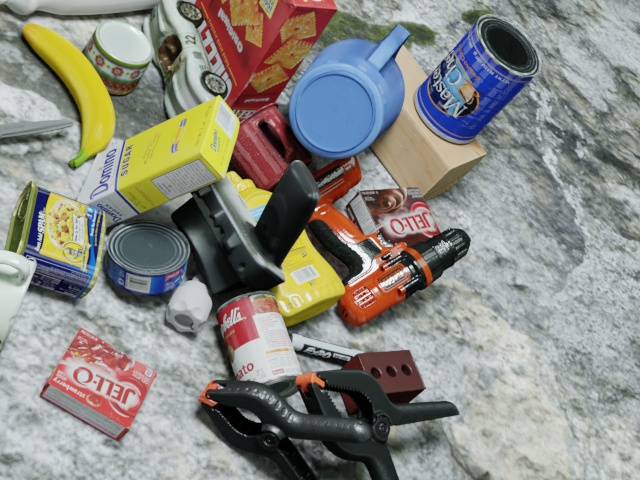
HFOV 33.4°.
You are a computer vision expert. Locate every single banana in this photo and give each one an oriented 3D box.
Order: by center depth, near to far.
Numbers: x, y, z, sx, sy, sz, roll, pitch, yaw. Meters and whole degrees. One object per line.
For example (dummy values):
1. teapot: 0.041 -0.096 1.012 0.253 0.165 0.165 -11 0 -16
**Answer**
1. banana: -0.276 -0.171 1.207 0.069 0.037 0.198 -5 60 -40

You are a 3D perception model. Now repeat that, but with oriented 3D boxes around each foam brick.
1. foam brick: 0.066 0.157 1.185 0.078 0.051 0.053 -1 57 -37

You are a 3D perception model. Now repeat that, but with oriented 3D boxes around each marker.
1. marker: -0.006 0.119 1.187 0.121 0.020 0.020 18 48 -25

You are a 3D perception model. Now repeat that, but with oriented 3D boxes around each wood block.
1. wood block: 0.116 -0.163 1.453 0.090 0.090 0.206 -23 73 -45

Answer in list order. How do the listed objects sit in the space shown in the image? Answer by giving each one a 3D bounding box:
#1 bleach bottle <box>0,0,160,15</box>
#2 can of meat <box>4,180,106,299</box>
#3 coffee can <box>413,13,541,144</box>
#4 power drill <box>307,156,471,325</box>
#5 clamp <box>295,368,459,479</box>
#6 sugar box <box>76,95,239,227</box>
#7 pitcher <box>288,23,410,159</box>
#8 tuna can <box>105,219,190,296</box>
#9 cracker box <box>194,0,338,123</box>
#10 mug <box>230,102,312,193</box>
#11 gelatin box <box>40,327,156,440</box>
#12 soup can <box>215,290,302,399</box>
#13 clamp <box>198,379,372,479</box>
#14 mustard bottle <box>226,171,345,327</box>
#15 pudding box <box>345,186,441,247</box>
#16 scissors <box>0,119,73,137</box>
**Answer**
1. bleach bottle: -0.290 -0.312 1.294 0.250 0.068 0.102 -25 71 -43
2. can of meat: -0.264 0.002 1.063 0.083 0.058 0.102 21 47 -25
3. coffee can: 0.202 -0.207 1.380 0.102 0.141 0.103 19 48 -23
4. power drill: 0.063 -0.013 1.275 0.184 0.057 0.188 -31 72 -20
5. clamp: 0.054 0.205 1.101 0.209 0.036 0.164 33 58 -29
6. sugar box: -0.170 -0.079 1.109 0.048 0.176 0.093 51 34 -34
7. pitcher: 0.037 -0.177 1.284 0.145 0.149 0.242 -3 13 8
8. tuna can: -0.180 0.018 1.109 0.086 0.034 0.086 9 40 -7
9. cracker box: -0.082 -0.270 1.301 0.071 0.214 0.164 -3 59 -36
10. mug: -0.060 -0.108 1.264 0.093 0.117 0.081 -35 85 -27
11. gelatin box: -0.209 0.136 1.014 0.089 0.030 0.073 33 43 -10
12. soup can: -0.063 0.113 1.114 0.068 0.069 0.102 0 58 -37
13. clamp: -0.035 0.183 1.046 0.171 0.120 0.039 35 26 -3
14. mustard bottle: -0.058 0.002 1.213 0.096 0.058 0.192 -21 70 -36
15. pudding box: 0.097 -0.020 1.361 0.113 0.039 0.090 -7 63 -39
16. scissors: -0.364 -0.124 1.111 0.096 0.016 0.201 49 46 11
